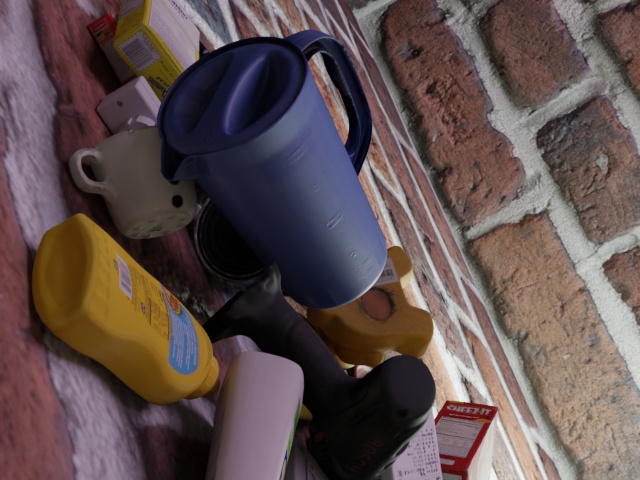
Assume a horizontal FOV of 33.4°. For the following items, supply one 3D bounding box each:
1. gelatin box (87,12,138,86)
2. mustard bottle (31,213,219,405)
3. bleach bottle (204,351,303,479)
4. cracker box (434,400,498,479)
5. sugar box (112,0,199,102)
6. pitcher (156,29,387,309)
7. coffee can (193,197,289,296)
[{"bbox_3d":[-0.203,-0.200,1.132,0.073,0.030,0.089,61,13,-2],"label":"gelatin box"},{"bbox_3d":[-0.131,0.067,0.786,0.191,0.058,0.096,49,17,-46],"label":"mustard bottle"},{"bbox_3d":[-0.059,0.192,0.772,0.250,0.068,0.103,-81,-175,-59],"label":"bleach bottle"},{"bbox_3d":[0.137,0.283,1.159,0.213,0.072,0.164,-26,122,-71],"label":"cracker box"},{"bbox_3d":[-0.168,-0.211,1.114,0.093,0.048,0.176,54,12,-28],"label":"sugar box"},{"bbox_3d":[-0.022,-0.055,0.932,0.242,0.149,0.145,58,25,-44],"label":"pitcher"},{"bbox_3d":[-0.057,0.001,1.119,0.103,0.103,0.140,66,13,16],"label":"coffee can"}]
